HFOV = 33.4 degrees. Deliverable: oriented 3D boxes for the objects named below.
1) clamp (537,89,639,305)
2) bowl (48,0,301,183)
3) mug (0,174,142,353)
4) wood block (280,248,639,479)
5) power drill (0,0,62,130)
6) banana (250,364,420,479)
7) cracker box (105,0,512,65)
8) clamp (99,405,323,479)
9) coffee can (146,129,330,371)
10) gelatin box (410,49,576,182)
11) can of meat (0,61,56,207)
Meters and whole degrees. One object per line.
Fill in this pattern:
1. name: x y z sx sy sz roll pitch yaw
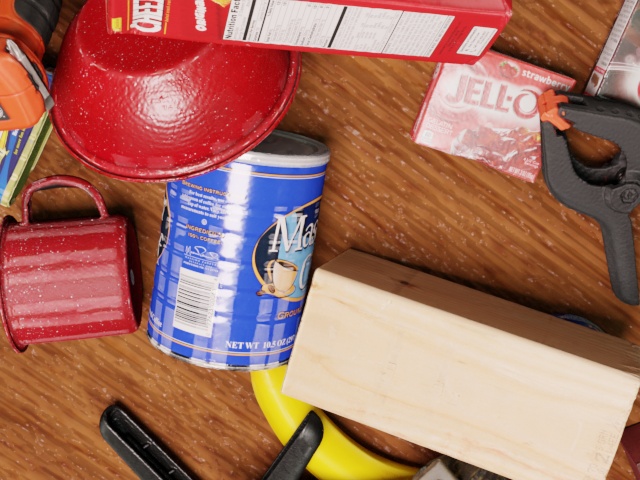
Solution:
1. clamp: 0.210 -0.039 0.691 0.120 0.039 0.171 -34 118 17
2. bowl: -0.094 -0.115 0.642 0.162 0.162 0.055 -10 146 3
3. mug: -0.165 0.014 0.711 0.081 0.093 0.117 -5 100 -3
4. wood block: 0.093 0.084 0.695 0.206 0.090 0.090 19 103 13
5. power drill: -0.205 -0.147 0.622 0.185 0.187 0.057 -3 145 17
6. banana: 0.022 0.147 0.770 0.197 0.037 0.069 30 81 -8
7. cracker box: -0.008 -0.189 0.595 0.213 0.072 0.164 3 71 -10
8. clamp: -0.058 0.206 0.769 0.165 0.036 0.210 -7 111 20
9. coffee can: -0.055 0.001 0.697 0.103 0.103 0.140 9 104 -1
10. gelatin box: 0.113 -0.087 0.708 0.089 0.030 0.073 19 104 -4
11. can of meat: -0.222 -0.083 0.702 0.084 0.057 0.102 26 104 -8
